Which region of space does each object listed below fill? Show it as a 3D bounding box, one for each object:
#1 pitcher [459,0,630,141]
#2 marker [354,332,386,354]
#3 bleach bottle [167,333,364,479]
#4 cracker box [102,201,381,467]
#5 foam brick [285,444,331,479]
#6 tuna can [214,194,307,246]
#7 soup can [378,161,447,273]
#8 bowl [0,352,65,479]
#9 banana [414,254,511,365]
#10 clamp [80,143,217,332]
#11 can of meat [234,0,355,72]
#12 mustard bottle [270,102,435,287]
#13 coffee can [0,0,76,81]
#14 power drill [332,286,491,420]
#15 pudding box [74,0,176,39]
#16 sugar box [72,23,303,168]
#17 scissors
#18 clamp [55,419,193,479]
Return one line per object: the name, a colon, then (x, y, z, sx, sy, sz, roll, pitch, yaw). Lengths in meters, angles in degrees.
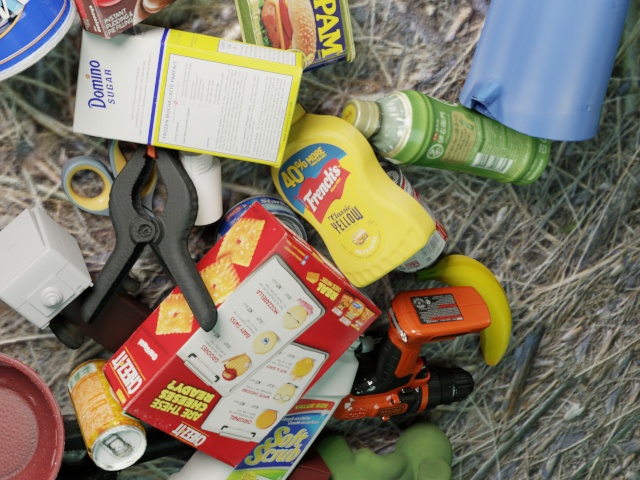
pitcher: (0.226, -0.222, 0.972, 0.145, 0.149, 0.243, 13, 115, 0)
marker: (0.072, 0.110, 1.175, 0.121, 0.020, 0.020, -8, 124, -23)
bleach bottle: (-0.047, 0.183, 1.097, 0.102, 0.068, 0.251, 29, 101, -40)
cracker box: (-0.072, 0.092, 1.002, 0.214, 0.072, 0.164, -47, 133, 4)
foam brick: (-0.034, 0.247, 1.173, 0.052, 0.078, 0.051, 24, 106, -36)
tuna can: (-0.057, 0.001, 1.027, 0.086, 0.034, 0.086, -13, 126, -19)
soup can: (0.075, -0.022, 1.058, 0.068, 0.069, 0.102, -41, 130, 3)
bowl: (-0.308, 0.179, 0.973, 0.162, 0.055, 0.162, 0, 86, 0)
banana: (0.175, 0.071, 1.194, 0.070, 0.037, 0.197, -29, 130, 16)
clamp: (-0.135, -0.001, 0.915, 0.120, 0.039, 0.171, 11, 95, 4)
can of meat: (-0.024, -0.190, 0.904, 0.084, 0.057, 0.102, -19, 127, -11)
mustard bottle: (0.011, -0.055, 0.969, 0.096, 0.058, 0.191, -35, 97, 36)
coffee can: (-0.253, -0.195, 0.752, 0.103, 0.103, 0.140, -33, 130, -4)
power drill: (0.112, 0.127, 1.151, 0.184, 0.057, 0.188, -5, 141, -26)
pudding box: (-0.142, -0.220, 0.813, 0.113, 0.039, 0.090, -39, 135, -29)
sugar box: (-0.109, -0.122, 0.876, 0.176, 0.048, 0.093, 11, 118, -5)
scissors: (-0.176, -0.012, 0.969, 0.096, 0.016, 0.202, -17, 126, -18)
clamp: (-0.223, 0.239, 1.098, 0.209, 0.036, 0.165, 16, 112, -35)
